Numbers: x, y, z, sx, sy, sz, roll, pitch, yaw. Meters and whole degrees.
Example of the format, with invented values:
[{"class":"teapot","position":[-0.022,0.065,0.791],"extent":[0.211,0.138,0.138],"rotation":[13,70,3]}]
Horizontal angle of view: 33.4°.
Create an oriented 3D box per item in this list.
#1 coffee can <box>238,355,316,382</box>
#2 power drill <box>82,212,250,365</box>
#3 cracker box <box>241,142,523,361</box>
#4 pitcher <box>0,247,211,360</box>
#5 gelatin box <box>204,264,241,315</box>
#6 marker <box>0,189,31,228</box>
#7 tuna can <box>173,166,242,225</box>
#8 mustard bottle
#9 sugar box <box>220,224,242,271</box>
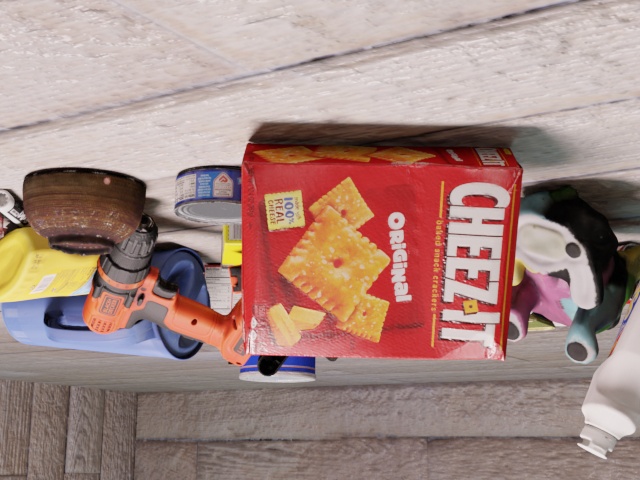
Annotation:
[{"class":"coffee can","position":[-0.056,0.116,1.428],"extent":[0.103,0.140,0.103],"rotation":[1,168,0]},{"class":"power drill","position":[-0.142,0.054,1.107],"extent":[0.187,0.057,0.185],"rotation":[20,139,-12]},{"class":"cracker box","position":[0.044,0.010,0.847],"extent":[0.213,0.164,0.072],"rotation":[2,-161,0]},{"class":"pitcher","position":[-0.268,0.079,1.295],"extent":[0.243,0.145,0.149],"rotation":[-1,155,23]},{"class":"gelatin box","position":[-0.112,0.075,1.362],"extent":[0.073,0.089,0.030],"rotation":[0,169,7]},{"class":"marker","position":[-0.302,-0.027,1.064],"extent":[0.020,0.020,0.121],"rotation":[1,168,-1]},{"class":"tuna can","position":[-0.088,-0.039,0.955],"extent":[0.086,0.034,0.086],"rotation":[1,168,0]},{"class":"mustard bottle","position":[-0.259,0.023,1.149],"extent":[0.191,0.058,0.096],"rotation":[-2,144,-51]},{"class":"sugar box","position":[-0.057,0.002,1.118],"extent":[0.093,0.048,0.176],"rotation":[2,167,-5]}]
